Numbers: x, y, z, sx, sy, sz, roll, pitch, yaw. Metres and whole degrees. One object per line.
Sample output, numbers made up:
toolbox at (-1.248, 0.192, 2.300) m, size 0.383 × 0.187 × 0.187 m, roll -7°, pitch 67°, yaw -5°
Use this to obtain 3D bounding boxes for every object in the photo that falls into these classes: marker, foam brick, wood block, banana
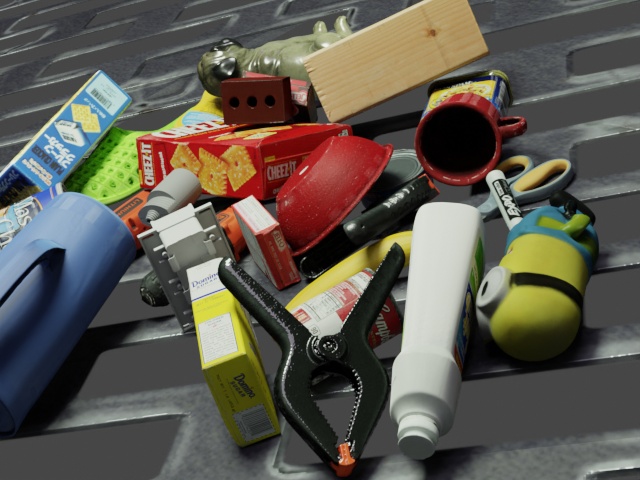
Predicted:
marker at (0.189, -0.027, 1.055) m, size 0.020 × 0.020 × 0.121 m, roll -18°, pitch 40°, yaw 4°
foam brick at (-0.076, -0.168, 1.276) m, size 0.078 × 0.053 × 0.051 m, roll -2°, pitch 13°, yaw 11°
wood block at (0.093, -0.224, 1.300) m, size 0.206 × 0.091 × 0.090 m, roll -23°, pitch 5°, yaw 11°
banana at (0.032, 0.038, 1.036) m, size 0.197 × 0.037 × 0.070 m, roll -31°, pitch 7°, yaw -9°

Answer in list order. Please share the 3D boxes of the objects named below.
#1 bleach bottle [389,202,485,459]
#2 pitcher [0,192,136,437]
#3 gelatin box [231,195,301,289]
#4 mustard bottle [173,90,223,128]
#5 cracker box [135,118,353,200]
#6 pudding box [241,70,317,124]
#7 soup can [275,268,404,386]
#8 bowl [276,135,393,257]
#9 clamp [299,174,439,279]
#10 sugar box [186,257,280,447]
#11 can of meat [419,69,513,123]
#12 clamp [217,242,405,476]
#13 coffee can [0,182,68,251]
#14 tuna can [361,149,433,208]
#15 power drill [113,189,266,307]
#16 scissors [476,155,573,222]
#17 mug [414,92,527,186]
bleach bottle at (0.096, 0.080, 0.893) m, size 0.068 × 0.102 × 0.250 m, roll 4°, pitch 41°, yaw 11°
pitcher at (-0.290, 0.061, 1.067) m, size 0.149 × 0.145 × 0.242 m, roll -4°, pitch 42°, yaw 42°
gelatin box at (-0.057, 0.001, 1.129) m, size 0.030 × 0.073 × 0.089 m, roll -27°, pitch 30°, yaw -11°
mustard bottle at (-0.145, -0.149, 1.448) m, size 0.096 × 0.058 × 0.191 m, roll 20°, pitch 44°, yaw 14°
cracker box at (-0.090, -0.102, 1.276) m, size 0.214 × 0.072 × 0.163 m, roll 9°, pitch 18°, yaw 41°
pudding box at (-0.052, -0.171, 1.356) m, size 0.090 × 0.113 × 0.039 m, roll 12°, pitch 76°, yaw 8°
soup can at (0.015, 0.078, 0.960) m, size 0.102 × 0.068 × 0.069 m, roll -29°, pitch 30°, yaw -14°
bowl at (0.003, -0.059, 1.137) m, size 0.162 × 0.055 × 0.162 m, roll -46°, pitch 11°, yaw 12°
clamp at (0.053, -0.016, 1.106) m, size 0.171 × 0.039 × 0.120 m, roll -29°, pitch -1°, yaw -42°
sugar box at (-0.080, 0.096, 0.966) m, size 0.048 × 0.093 × 0.176 m, roll -19°, pitch 29°, yaw 1°
can of meat at (0.171, -0.151, 1.257) m, size 0.102 × 0.057 × 0.083 m, roll -8°, pitch 34°, yaw 23°
clamp at (0.014, 0.089, 0.889) m, size 0.164 × 0.036 × 0.210 m, roll -11°, pitch 59°, yaw -10°
coffee can at (-0.356, 0.004, 1.286) m, size 0.140 × 0.103 × 0.103 m, roll -24°, pitch 29°, yaw -5°
tuna can at (0.083, -0.066, 1.194) m, size 0.086 × 0.034 × 0.086 m, roll -16°, pitch 29°, yaw 9°
power drill at (-0.176, 0.004, 1.221) m, size 0.188 × 0.057 × 0.184 m, roll 13°, pitch 40°, yaw 41°
scissors at (0.169, -0.039, 1.112) m, size 0.201 × 0.016 × 0.096 m, roll -27°, pitch 29°, yaw -11°
mug at (0.166, -0.117, 1.161) m, size 0.117 × 0.093 × 0.081 m, roll -12°, pitch 16°, yaw 19°
